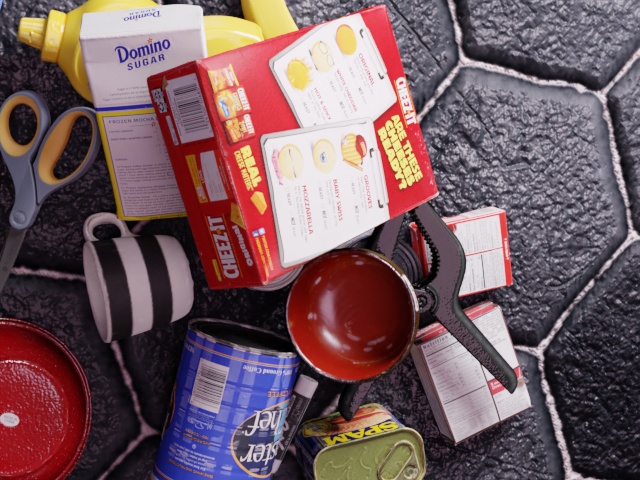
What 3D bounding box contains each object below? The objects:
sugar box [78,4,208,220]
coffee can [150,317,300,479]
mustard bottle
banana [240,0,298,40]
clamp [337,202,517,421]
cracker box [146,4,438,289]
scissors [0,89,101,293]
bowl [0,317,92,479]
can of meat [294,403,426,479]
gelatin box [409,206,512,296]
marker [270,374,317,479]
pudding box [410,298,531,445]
[{"bbox_3d":[-0.129,-0.098,0.847,0.093,0.048,0.176,-5,128,-3],"label":"sugar box"},{"bbox_3d":[-0.081,0.148,0.919,0.102,0.103,0.140,13,95,-17],"label":"coffee can"},{"bbox_3d":[-0.148,-0.150,0.869,0.191,0.058,0.096,11,123,-16],"label":"mustard bottle"},{"bbox_3d":[-0.014,-0.166,0.919,0.069,0.037,0.197,-35,107,-7],"label":"banana"},{"bbox_3d":[0.077,0.058,0.945,0.164,0.036,0.210,-15,100,-6],"label":"clamp"},{"bbox_3d":[-0.016,-0.076,0.818,0.213,0.072,0.164,-27,105,-44],"label":"cracker box"},{"bbox_3d":[-0.257,-0.037,0.881,0.096,0.016,0.202,40,102,4],"label":"scissors"},{"bbox_3d":[-0.257,0.143,0.868,0.161,0.055,0.162,3,83,-28],"label":"bowl"},{"bbox_3d":[0.033,0.192,0.968,0.102,0.084,0.057,-12,102,-14],"label":"can of meat"},{"bbox_3d":[0.131,0.013,0.994,0.089,0.030,0.073,-12,104,-14],"label":"gelatin box"},{"bbox_3d":[-0.035,0.181,0.981,0.020,0.020,0.121,24,93,-18],"label":"marker"},{"bbox_3d":[0.141,0.124,1.011,0.090,0.039,0.113,-23,103,-10],"label":"pudding box"}]
